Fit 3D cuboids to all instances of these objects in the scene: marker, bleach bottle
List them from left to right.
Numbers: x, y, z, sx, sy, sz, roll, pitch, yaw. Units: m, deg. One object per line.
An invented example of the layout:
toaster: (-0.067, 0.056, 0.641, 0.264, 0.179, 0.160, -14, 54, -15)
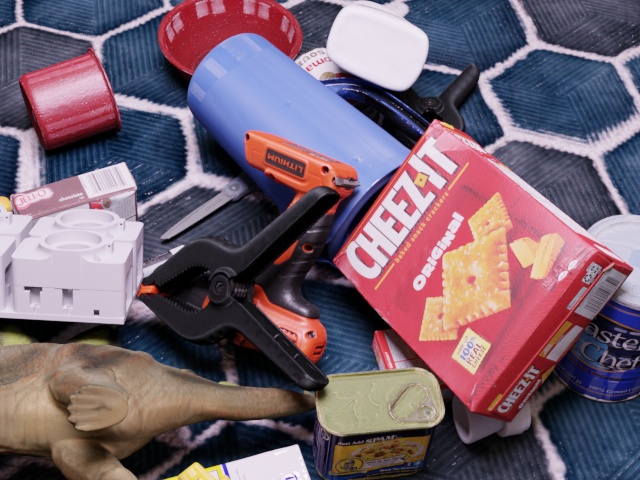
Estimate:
marker: (-0.181, 0.034, 1.008, 0.121, 0.020, 0.020, -22, 54, -22)
bleach bottle: (0.066, -0.222, 1.164, 0.102, 0.068, 0.250, 22, 17, -1)

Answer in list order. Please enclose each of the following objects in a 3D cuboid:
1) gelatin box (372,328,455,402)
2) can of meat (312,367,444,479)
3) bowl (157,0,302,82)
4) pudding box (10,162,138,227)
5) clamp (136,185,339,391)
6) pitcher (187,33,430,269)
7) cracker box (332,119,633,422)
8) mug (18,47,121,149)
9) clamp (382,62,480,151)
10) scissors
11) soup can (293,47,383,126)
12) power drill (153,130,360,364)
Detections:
gelatin box: (0.099, 0.110, 0.956, 0.089, 0.030, 0.073, -8, 48, -11)
can of meat: (0.044, 0.154, 0.876, 0.102, 0.084, 0.057, -4, 49, -8)
bowl: (-0.102, -0.213, 1.208, 0.162, 0.055, 0.162, 2, 49, -3)
pudding box: (-0.228, -0.017, 1.002, 0.113, 0.090, 0.039, -17, 55, -20)
clamp: (-0.070, 0.051, 0.897, 0.210, 0.036, 0.164, -11, 73, 34)
pitcher: (-0.010, -0.101, 1.050, 0.243, 0.145, 0.149, 44, 24, 23)
cracker box: (0.127, 0.021, 0.904, 0.072, 0.164, 0.214, 22, 19, -47)
mug: (-0.267, -0.148, 1.125, 0.081, 0.093, 0.117, -22, 23, -16)
clamp: (0.128, -0.144, 1.176, 0.120, 0.039, 0.171, -8, 50, 0)
scissors: (-0.068, -0.047, 1.091, 0.096, 0.016, 0.201, 24, 51, 16)
soup can: (0.014, -0.154, 1.157, 0.068, 0.068, 0.102, -21, 53, -21)
power drill: (-0.056, 0.001, 0.953, 0.185, 0.188, 0.057, 22, 11, 23)
